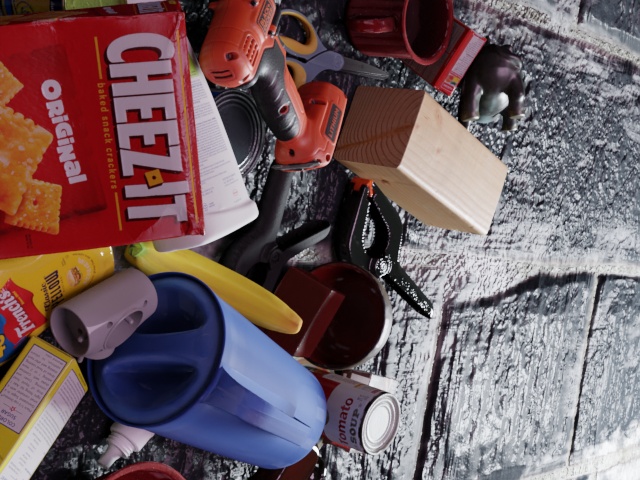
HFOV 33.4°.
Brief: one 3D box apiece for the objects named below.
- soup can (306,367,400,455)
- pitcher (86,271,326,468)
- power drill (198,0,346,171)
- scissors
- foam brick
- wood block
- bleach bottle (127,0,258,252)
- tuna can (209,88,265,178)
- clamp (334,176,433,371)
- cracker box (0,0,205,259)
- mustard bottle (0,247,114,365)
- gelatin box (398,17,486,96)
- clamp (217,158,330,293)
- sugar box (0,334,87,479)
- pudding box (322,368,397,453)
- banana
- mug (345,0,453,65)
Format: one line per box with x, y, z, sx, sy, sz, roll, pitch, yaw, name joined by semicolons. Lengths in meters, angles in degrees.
0.023;0.177;1.106;0.068;0.102;0.068;-17;113;-47;soup can
-0.081;0.135;0.959;0.242;0.145;0.149;42;31;-56;pitcher
-0.038;-0.169;0.975;0.187;0.057;0.184;56;40;-44;power drill
0.003;-0.169;1.097;0.201;0.016;0.096;28;79;-50;scissors
-0.021;0.072;1.076;0.078;0.053;0.051;-59;160;4;foam brick
0.117;-0.086;1.198;0.205;0.091;0.090;31;75;-50;wood block
-0.130;-0.122;0.888;0.102;0.068;0.251;-32;109;-57;bleach bottle
-0.092;-0.098;0.986;0.085;0.034;0.086;-16;112;-48;tuna can
0.066;0.028;1.204;0.164;0.036;0.210;-18;112;-40;clamp
-0.194;-0.074;0.746;0.213;0.072;0.164;-7;111;-8;cracker box
-0.246;0.046;0.815;0.191;0.058;0.096;-39;143;-37;mustard bottle
0.132;-0.209;1.168;0.030;0.089;0.073;22;108;-35;gelatin box
-0.057;0.001;1.049;0.171;0.039;0.120;-51;134;-29;clamp
-0.249;0.167;0.824;0.176;0.048;0.093;-56;171;-22;sugar box
0.046;0.193;1.204;0.113;0.039;0.090;28;76;-66;pudding box
-0.105;0.039;0.966;0.197;0.070;0.037;26;100;-35;banana
0.074;-0.230;1.115;0.117;0.082;0.093;-26;118;-45;mug
